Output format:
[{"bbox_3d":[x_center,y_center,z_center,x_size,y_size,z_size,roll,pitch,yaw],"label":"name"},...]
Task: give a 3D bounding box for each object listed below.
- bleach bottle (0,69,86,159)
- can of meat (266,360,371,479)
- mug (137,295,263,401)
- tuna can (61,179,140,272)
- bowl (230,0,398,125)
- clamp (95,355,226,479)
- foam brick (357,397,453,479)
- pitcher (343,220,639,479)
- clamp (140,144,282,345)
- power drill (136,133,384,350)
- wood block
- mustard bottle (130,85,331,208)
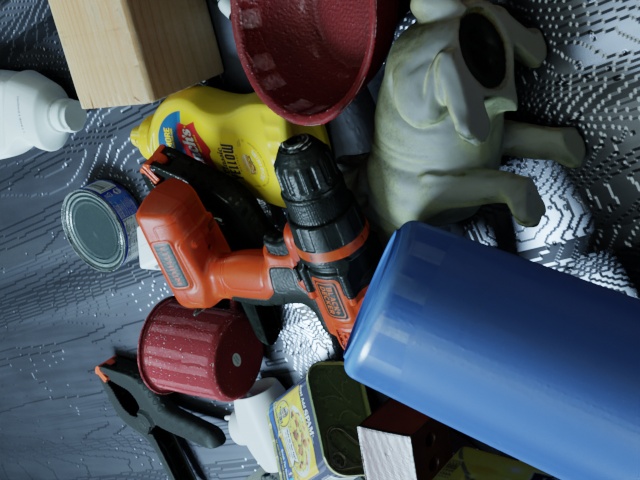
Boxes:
[{"bbox_3d":[-0.326,-0.118,1.052,0.251,0.068,0.102,6,117,35],"label":"bleach bottle"},{"bbox_3d":[0.000,0.167,0.922,0.084,0.057,0.102,-44,51,47],"label":"can of meat"},{"bbox_3d":[-0.103,0.089,0.973,0.082,0.093,0.117,7,80,32],"label":"mug"},{"bbox_3d":[-0.208,-0.015,1.029,0.086,0.033,0.086,19,124,31],"label":"tuna can"},{"bbox_3d":[0.004,-0.163,0.745,0.162,0.055,0.162,20,116,48],"label":"bowl"},{"bbox_3d":[-0.170,0.192,1.107,0.172,0.039,0.120,38,127,26],"label":"clamp"},{"bbox_3d":[0.068,0.171,0.837,0.051,0.052,0.078,5,114,37],"label":"foam brick"},{"bbox_3d":[0.142,0.082,0.682,0.243,0.145,0.149,23,123,1],"label":"pitcher"},{"bbox_3d":[-0.056,0.001,0.868,0.165,0.036,0.210,-18,121,46],"label":"clamp"},{"bbox_3d":[-0.043,0.000,0.769,0.188,0.057,0.184,8,133,37],"label":"power drill"},{"bbox_3d":[-0.161,-0.217,0.843,0.091,0.090,0.206,2,114,40],"label":"wood block"},{"bbox_3d":[-0.084,-0.080,0.875,0.192,0.058,0.096,9,131,37],"label":"mustard bottle"}]
